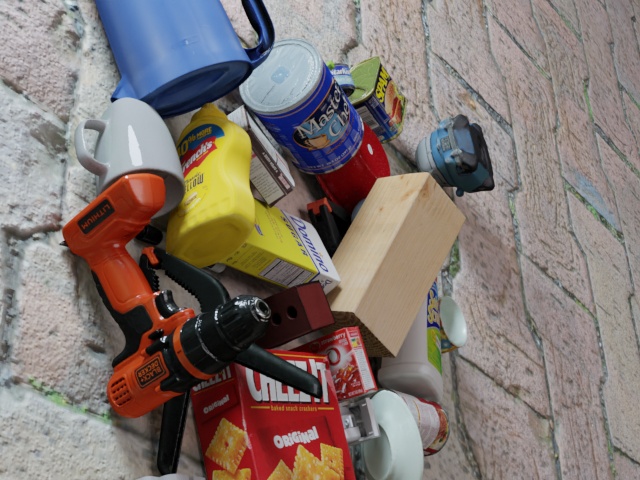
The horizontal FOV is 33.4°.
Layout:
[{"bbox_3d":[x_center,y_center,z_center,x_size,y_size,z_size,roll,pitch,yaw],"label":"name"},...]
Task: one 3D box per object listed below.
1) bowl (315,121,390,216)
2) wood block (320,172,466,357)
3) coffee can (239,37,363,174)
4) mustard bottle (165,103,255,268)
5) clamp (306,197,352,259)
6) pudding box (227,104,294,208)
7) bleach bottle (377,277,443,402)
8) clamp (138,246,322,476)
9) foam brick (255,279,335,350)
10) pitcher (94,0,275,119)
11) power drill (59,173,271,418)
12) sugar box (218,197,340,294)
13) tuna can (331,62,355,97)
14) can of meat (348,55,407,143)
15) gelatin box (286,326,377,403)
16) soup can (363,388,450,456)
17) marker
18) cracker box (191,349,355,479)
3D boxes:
[{"bbox_3d":[0.044,-0.105,1.388,0.162,0.055,0.162,44,31,-36],"label":"bowl"},{"bbox_3d":[0.077,0.028,1.264,0.090,0.090,0.206,46,60,-30],"label":"wood block"},{"bbox_3d":[-0.020,-0.156,1.261,0.140,0.103,0.103,50,32,-54],"label":"coffee can"},{"bbox_3d":[-0.111,-0.068,1.075,0.058,0.096,0.191,33,37,-35],"label":"mustard bottle"},{"bbox_3d":[0.036,0.024,1.324,0.171,0.039,0.120,48,29,-32],"label":"clamp"},{"bbox_3d":[-0.072,-0.096,1.199,0.090,0.039,0.113,53,5,-21],"label":"pudding box"},{"bbox_3d":[0.119,0.077,1.362,0.102,0.068,0.251,53,34,-52],"label":"bleach bottle"},{"bbox_3d":[-0.120,0.104,0.986,0.210,0.164,0.036,53,-10,13],"label":"clamp"},{"bbox_3d":[-0.034,0.081,1.142,0.051,0.078,0.053,-11,78,-58],"label":"foam brick"},{"bbox_3d":[-0.164,-0.260,1.109,0.149,0.145,0.243,-12,77,-60],"label":"pitcher"},{"bbox_3d":[-0.140,0.039,0.922,0.057,0.185,0.188,3,58,-57],"label":"power drill"},{"bbox_3d":[-0.058,0.001,1.166,0.175,0.048,0.093,21,34,-48],"label":"sugar box"},{"bbox_3d":[0.000,-0.195,1.366,0.086,0.086,0.034,-8,78,-58],"label":"tuna can"},{"bbox_3d":[0.078,-0.197,1.516,0.084,0.058,0.102,50,35,-31],"label":"can of meat"},{"bbox_3d":[0.010,0.141,1.157,0.030,0.089,0.073,0,70,-55],"label":"gelatin box"},{"bbox_3d":[0.099,0.216,1.267,0.102,0.069,0.068,24,51,-48],"label":"soup can"},{"bbox_3d":[-0.142,0.007,1.080,0.120,0.020,0.020,26,49,-47],"label":"marker"},{"bbox_3d":[-0.038,0.217,1.051,0.163,0.072,0.214,14,58,-54],"label":"cracker box"}]
